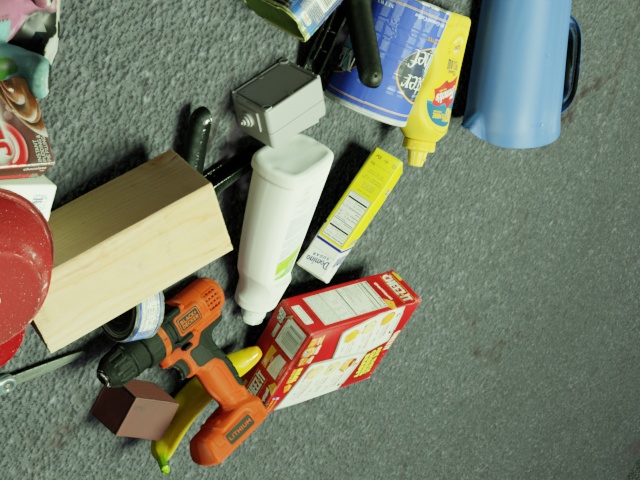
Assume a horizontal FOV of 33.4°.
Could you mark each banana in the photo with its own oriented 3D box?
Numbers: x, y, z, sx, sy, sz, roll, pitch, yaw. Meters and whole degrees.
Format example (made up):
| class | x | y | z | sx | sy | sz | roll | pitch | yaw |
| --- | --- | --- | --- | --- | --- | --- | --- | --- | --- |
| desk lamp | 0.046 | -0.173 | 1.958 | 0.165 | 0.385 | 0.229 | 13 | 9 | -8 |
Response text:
| class | x | y | z | sx | sy | sz | roll | pitch | yaw |
| --- | --- | --- | --- | --- | --- | --- | --- | --- | --- |
| banana | -0.149 | 0.201 | 1.304 | 0.197 | 0.070 | 0.037 | -52 | 139 | -27 |

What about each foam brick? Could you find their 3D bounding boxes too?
| class | x | y | z | sx | sy | sz | roll | pitch | yaw |
| --- | --- | --- | --- | --- | --- | --- | --- | --- | --- |
| foam brick | -0.214 | 0.195 | 1.239 | 0.078 | 0.051 | 0.053 | 24 | 96 | -54 |

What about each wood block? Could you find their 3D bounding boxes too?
| class | x | y | z | sx | sy | sz | roll | pitch | yaw |
| --- | --- | --- | --- | --- | --- | --- | --- | --- | --- |
| wood block | -0.204 | 0.008 | 1.051 | 0.205 | 0.091 | 0.090 | -31 | 131 | -19 |

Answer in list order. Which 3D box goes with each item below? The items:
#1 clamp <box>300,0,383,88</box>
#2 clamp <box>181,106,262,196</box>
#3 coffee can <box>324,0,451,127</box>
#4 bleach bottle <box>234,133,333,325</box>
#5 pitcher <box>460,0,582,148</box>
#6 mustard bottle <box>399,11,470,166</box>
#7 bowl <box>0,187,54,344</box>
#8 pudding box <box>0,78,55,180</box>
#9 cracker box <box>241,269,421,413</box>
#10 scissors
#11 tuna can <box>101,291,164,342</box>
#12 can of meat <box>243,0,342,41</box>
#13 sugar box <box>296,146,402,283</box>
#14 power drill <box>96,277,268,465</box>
| class | x | y | z | sx | sy | sz | roll | pitch | yaw |
| --- | --- | --- | --- | --- | --- | --- | --- | --- | --- |
| clamp | 0.026 | -0.263 | 1.142 | 0.036 | 0.165 | 0.210 | 3 | 92 | -28 |
| clamp | -0.131 | -0.055 | 1.163 | 0.120 | 0.039 | 0.171 | 20 | 104 | -48 |
| coffee can | 0.077 | -0.214 | 1.226 | 0.102 | 0.103 | 0.140 | 5 | 112 | -50 |
| bleach bottle | -0.058 | 0.002 | 1.245 | 0.102 | 0.068 | 0.251 | -36 | 151 | -49 |
| pitcher | 0.271 | -0.255 | 1.401 | 0.149 | 0.145 | 0.243 | -61 | 157 | -56 |
| mustard bottle | 0.135 | -0.187 | 1.320 | 0.096 | 0.058 | 0.192 | -8 | 111 | -61 |
| bowl | -0.287 | 0.038 | 0.895 | 0.161 | 0.055 | 0.162 | -23 | 132 | -29 |
| pudding box | -0.283 | -0.106 | 0.897 | 0.089 | 0.113 | 0.039 | -9 | 166 | -46 |
| cracker box | 0.010 | 0.131 | 1.403 | 0.213 | 0.072 | 0.164 | -13 | 143 | -44 |
| scissors | -0.334 | 0.137 | 1.090 | 0.201 | 0.016 | 0.096 | -34 | 138 | -29 |
| tuna can | -0.203 | 0.064 | 1.126 | 0.033 | 0.086 | 0.086 | -9 | 122 | -44 |
| can of meat | -0.023 | -0.259 | 1.082 | 0.084 | 0.102 | 0.057 | -49 | 142 | -7 |
| sugar box | 0.039 | -0.030 | 1.340 | 0.176 | 0.048 | 0.093 | -59 | 173 | -1 |
| power drill | -0.150 | 0.160 | 1.212 | 0.184 | 0.057 | 0.187 | -40 | 114 | -37 |
